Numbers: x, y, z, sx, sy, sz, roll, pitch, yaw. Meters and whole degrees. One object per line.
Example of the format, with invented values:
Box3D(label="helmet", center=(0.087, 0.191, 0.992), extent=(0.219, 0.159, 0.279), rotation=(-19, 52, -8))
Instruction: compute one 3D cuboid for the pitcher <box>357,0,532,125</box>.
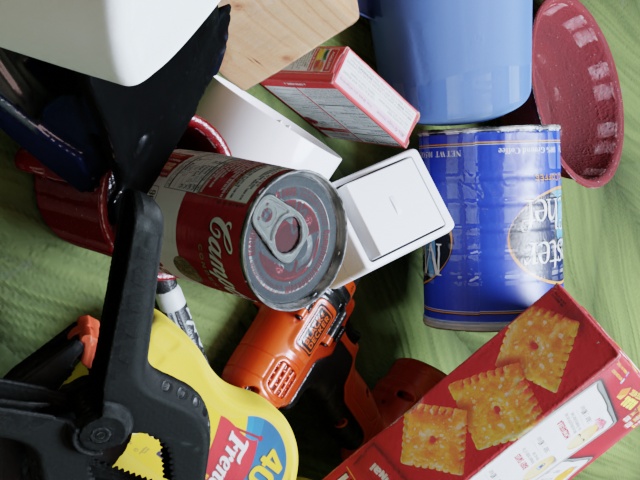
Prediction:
Box3D(label="pitcher", center=(0.074, -0.205, 0.726), extent=(0.144, 0.149, 0.243), rotation=(-40, 129, -50))

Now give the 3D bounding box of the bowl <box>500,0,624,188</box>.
Box3D(label="bowl", center=(0.192, -0.119, 0.883), extent=(0.161, 0.055, 0.162), rotation=(14, 71, -48))

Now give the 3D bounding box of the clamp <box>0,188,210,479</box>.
Box3D(label="clamp", center=(-0.124, 0.086, 0.528), extent=(0.164, 0.036, 0.210), rotation=(-23, 129, -6))

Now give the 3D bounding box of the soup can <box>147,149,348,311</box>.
Box3D(label="soup can", center=(-0.046, -0.008, 0.538), extent=(0.068, 0.102, 0.068), rotation=(-12, 108, -43))

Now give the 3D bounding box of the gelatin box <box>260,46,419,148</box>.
Box3D(label="gelatin box", center=(0.013, -0.097, 0.715), extent=(0.089, 0.073, 0.030), rotation=(34, 75, -43))

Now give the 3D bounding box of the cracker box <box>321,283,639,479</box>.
Box3D(label="cracker box", center=(0.118, 0.138, 0.730), extent=(0.214, 0.072, 0.164), rotation=(-41, 149, 9))

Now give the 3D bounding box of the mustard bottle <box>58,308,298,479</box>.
Box3D(label="mustard bottle", center=(-0.071, 0.132, 0.668), extent=(0.096, 0.058, 0.191), rotation=(-49, 119, -6))

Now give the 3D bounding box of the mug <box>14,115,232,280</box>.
Box3D(label="mug", center=(-0.116, -0.032, 0.596), extent=(0.117, 0.082, 0.093), rotation=(11, 91, -46))

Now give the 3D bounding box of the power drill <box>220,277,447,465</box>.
Box3D(label="power drill", center=(0.026, 0.076, 0.783), extent=(0.184, 0.057, 0.187), rotation=(-56, 130, -20))

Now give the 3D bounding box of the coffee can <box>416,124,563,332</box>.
Box3D(label="coffee can", center=(0.123, -0.011, 0.769), extent=(0.102, 0.103, 0.140), rotation=(-6, 96, -44))

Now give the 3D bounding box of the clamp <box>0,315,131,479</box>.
Box3D(label="clamp", center=(-0.142, 0.126, 0.588), extent=(0.120, 0.039, 0.171), rotation=(23, 106, -30))

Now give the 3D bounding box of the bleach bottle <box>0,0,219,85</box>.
Box3D(label="bleach bottle", center=(-0.164, -0.137, 0.422), extent=(0.068, 0.251, 0.102), rotation=(92, 22, -47))
